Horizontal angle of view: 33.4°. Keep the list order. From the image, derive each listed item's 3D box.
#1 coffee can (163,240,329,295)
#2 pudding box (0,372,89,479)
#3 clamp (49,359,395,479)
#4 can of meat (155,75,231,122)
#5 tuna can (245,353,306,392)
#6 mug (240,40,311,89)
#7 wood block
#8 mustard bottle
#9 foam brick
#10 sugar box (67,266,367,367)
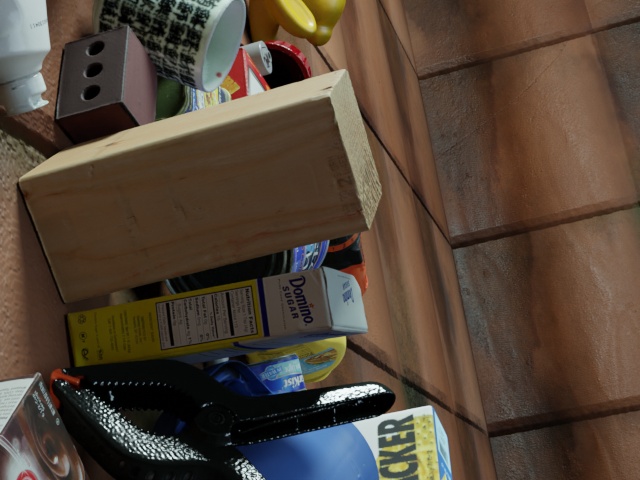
[{"bbox_3d":[-0.055,0.001,0.830,0.140,0.103,0.103,-33,109,-77],"label":"coffee can"},{"bbox_3d":[-0.154,0.140,0.551,0.090,0.039,0.113,-76,150,-62],"label":"pudding box"},{"bbox_3d":[-0.057,0.113,0.636,0.164,0.210,0.036,-58,166,-54],"label":"clamp"},{"bbox_3d":[-0.118,-0.113,0.912,0.084,0.057,0.102,55,25,-52],"label":"can of meat"},{"bbox_3d":[-0.056,0.118,0.876,0.086,0.086,0.034,9,67,-75],"label":"tuna can"},{"bbox_3d":[-0.062,-0.182,1.172,0.117,0.093,0.081,37,16,-7],"label":"mug"},{"bbox_3d":[-0.073,-0.036,0.693,0.090,0.206,0.090,-65,139,-69],"label":"wood block"},{"bbox_3d":[-0.028,0.090,0.993,0.191,0.096,0.058,54,26,-58],"label":"mustard bottle"},{"bbox_3d":[-0.153,-0.107,0.770,0.051,0.053,0.078,59,21,-51],"label":"foam brick"},{"bbox_3d":[-0.065,0.054,0.702,0.093,0.176,0.048,22,55,-73],"label":"sugar box"}]
